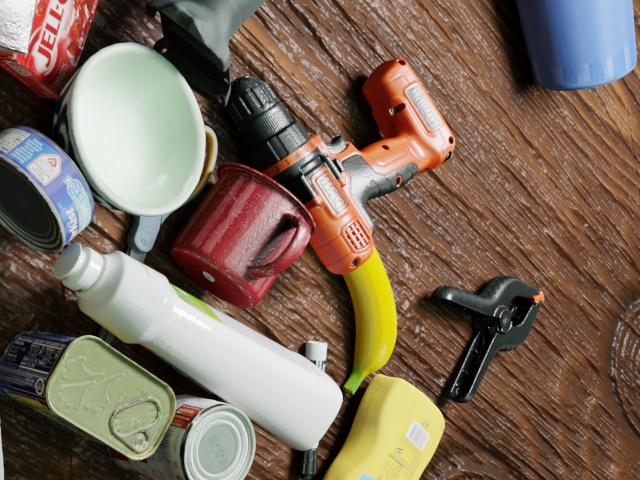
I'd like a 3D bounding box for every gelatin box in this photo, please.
[{"bbox_3d":[-0.189,-0.151,0.730,0.073,0.030,0.089,48,56,-69],"label":"gelatin box"}]

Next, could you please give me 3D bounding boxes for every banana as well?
[{"bbox_3d":[0.031,0.040,0.962,0.069,0.037,0.198,-28,111,-38],"label":"banana"}]

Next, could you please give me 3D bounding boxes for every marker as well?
[{"bbox_3d":[-0.008,0.150,0.943,0.020,0.020,0.121,6,88,-43],"label":"marker"}]

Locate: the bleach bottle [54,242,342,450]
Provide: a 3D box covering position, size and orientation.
[{"bbox_3d":[-0.096,0.073,0.803,0.250,0.103,0.068,38,83,-36],"label":"bleach bottle"}]

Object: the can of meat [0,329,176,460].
[{"bbox_3d":[-0.166,0.106,0.748,0.102,0.084,0.057,42,65,-36],"label":"can of meat"}]

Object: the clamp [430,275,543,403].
[{"bbox_3d":[0.171,0.075,1.095,0.171,0.039,0.120,-36,120,-43],"label":"clamp"}]

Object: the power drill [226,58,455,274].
[{"bbox_3d":[0.021,-0.087,0.920,0.187,0.057,0.184,-38,100,-38],"label":"power drill"}]

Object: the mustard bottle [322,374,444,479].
[{"bbox_3d":[0.044,0.225,0.968,0.096,0.058,0.191,49,60,-40],"label":"mustard bottle"}]

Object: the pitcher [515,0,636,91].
[{"bbox_3d":[0.257,-0.288,1.107,0.149,0.145,0.243,-26,113,-26],"label":"pitcher"}]

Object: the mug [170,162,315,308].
[{"bbox_3d":[-0.055,0.001,0.829,0.081,0.117,0.093,-57,131,-19],"label":"mug"}]

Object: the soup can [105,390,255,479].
[{"bbox_3d":[-0.105,0.147,0.795,0.068,0.102,0.068,-2,93,-43],"label":"soup can"}]

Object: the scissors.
[{"bbox_3d":[-0.145,-0.018,0.809,0.096,0.016,0.201,46,62,-32],"label":"scissors"}]

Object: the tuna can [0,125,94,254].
[{"bbox_3d":[-0.193,-0.034,0.715,0.033,0.086,0.086,-47,121,-33],"label":"tuna can"}]
